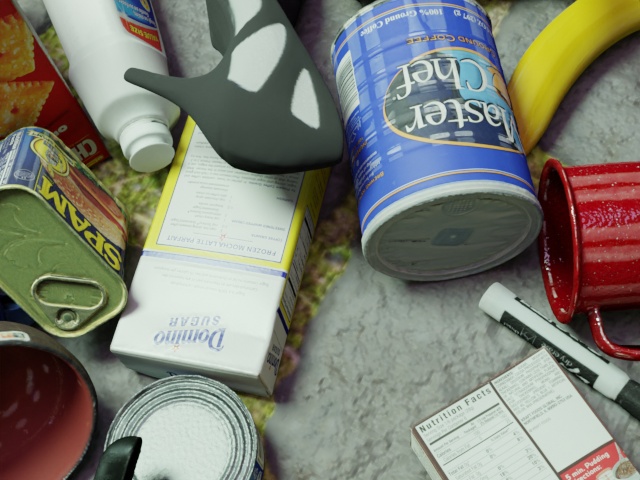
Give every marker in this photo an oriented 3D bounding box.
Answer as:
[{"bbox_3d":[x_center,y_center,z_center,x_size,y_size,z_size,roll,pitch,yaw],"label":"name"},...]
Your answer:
[{"bbox_3d":[0.143,0.065,0.601,0.121,0.020,0.020,37,73,23],"label":"marker"}]

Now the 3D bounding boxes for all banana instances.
[{"bbox_3d":[0.179,-0.126,0.685,0.197,0.037,0.070,-33,62,-9],"label":"banana"}]

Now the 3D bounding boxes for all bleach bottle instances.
[{"bbox_3d":[-0.142,-0.148,0.706,0.068,0.102,0.251,-29,62,10],"label":"bleach bottle"}]

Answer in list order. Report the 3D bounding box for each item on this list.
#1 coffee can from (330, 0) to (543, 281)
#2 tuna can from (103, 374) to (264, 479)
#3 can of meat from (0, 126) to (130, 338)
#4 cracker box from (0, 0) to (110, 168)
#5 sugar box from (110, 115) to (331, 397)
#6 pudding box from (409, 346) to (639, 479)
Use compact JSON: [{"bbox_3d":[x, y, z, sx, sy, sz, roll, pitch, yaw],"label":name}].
[{"bbox_3d":[0.065,-0.061,0.630,0.103,0.103,0.140,-10,61,3],"label":"coffee can"},{"bbox_3d":[-0.075,0.121,0.594,0.086,0.034,0.086,-3,62,6],"label":"tuna can"},{"bbox_3d":[-0.157,-0.008,0.622,0.057,0.102,0.084,-32,30,14],"label":"can of meat"},{"bbox_3d":[-0.226,-0.142,0.651,0.072,0.213,0.164,-33,63,-8],"label":"cracker box"},{"bbox_3d":[-0.054,0.001,0.648,0.093,0.048,0.176,9,67,14],"label":"sugar box"},{"bbox_3d":[0.113,0.125,0.563,0.090,0.039,0.113,-30,61,-8],"label":"pudding box"}]
